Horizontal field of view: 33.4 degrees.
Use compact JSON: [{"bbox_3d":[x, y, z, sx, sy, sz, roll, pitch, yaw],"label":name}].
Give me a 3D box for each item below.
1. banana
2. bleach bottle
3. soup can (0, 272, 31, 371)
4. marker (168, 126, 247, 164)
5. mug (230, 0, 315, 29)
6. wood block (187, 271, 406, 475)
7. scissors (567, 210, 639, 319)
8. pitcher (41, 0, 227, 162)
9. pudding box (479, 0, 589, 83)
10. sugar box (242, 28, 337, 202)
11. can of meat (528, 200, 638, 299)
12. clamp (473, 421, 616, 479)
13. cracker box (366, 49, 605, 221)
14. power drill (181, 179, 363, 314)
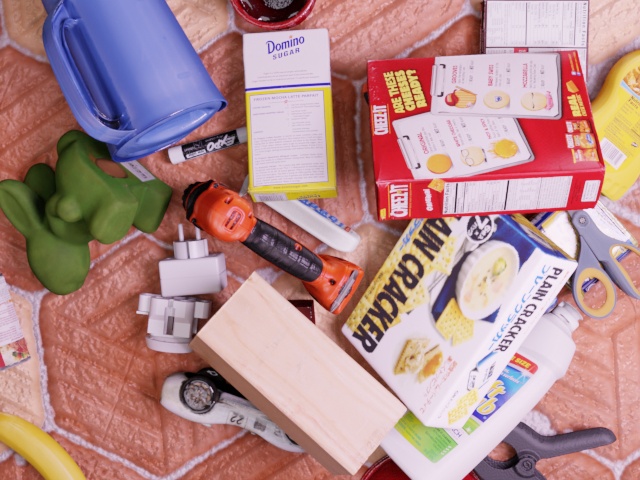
[{"bbox_3d":[-0.310,0.266,1.214,0.069,0.037,0.198,-32,93,6],"label":"banana"},{"bbox_3d":[0.177,0.157,1.141,0.251,0.068,0.103,-44,56,-5],"label":"bleach bottle"},{"bbox_3d":[-0.370,0.094,1.185,0.068,0.068,0.102,-17,94,6],"label":"soup can"},{"bbox_3d":[-0.107,-0.109,1.169,0.121,0.020,0.020,-16,94,6],"label":"marker"},{"bbox_3d":[-0.037,-0.271,1.115,0.117,0.081,0.093,-36,92,7],"label":"mug"},{"bbox_3d":[-0.025,0.138,1.088,0.206,0.091,0.090,42,73,-1],"label":"wood block"},{"bbox_3d":[0.259,-0.002,1.096,0.202,0.016,0.096,43,93,-2],"label":"scissors"},{"bbox_3d":[-0.214,-0.210,1.101,0.145,0.149,0.243,-28,87,-7],"label":"pitcher"},{"bbox_3d":[0.225,-0.209,1.124,0.113,0.039,0.090,1,95,2],"label":"pudding box"},{"bbox_3d":[-0.032,-0.132,1.126,0.093,0.048,0.176,-3,76,3],"label":"sugar box"},{"bbox_3d":[0.272,-0.003,1.132,0.084,0.057,0.102,-43,92,5],"label":"can of meat"},{"bbox_3d":[0.234,0.233,1.168,0.171,0.039,0.120,25,96,2],"label":"clamp"},{"bbox_3d":[0.156,-0.104,1.048,0.213,0.072,0.164,-3,53,3],"label":"cracker box"},{"bbox_3d":[-0.057,0.001,1.120,0.187,0.185,0.057,31,91,-19],"label":"power drill"}]
